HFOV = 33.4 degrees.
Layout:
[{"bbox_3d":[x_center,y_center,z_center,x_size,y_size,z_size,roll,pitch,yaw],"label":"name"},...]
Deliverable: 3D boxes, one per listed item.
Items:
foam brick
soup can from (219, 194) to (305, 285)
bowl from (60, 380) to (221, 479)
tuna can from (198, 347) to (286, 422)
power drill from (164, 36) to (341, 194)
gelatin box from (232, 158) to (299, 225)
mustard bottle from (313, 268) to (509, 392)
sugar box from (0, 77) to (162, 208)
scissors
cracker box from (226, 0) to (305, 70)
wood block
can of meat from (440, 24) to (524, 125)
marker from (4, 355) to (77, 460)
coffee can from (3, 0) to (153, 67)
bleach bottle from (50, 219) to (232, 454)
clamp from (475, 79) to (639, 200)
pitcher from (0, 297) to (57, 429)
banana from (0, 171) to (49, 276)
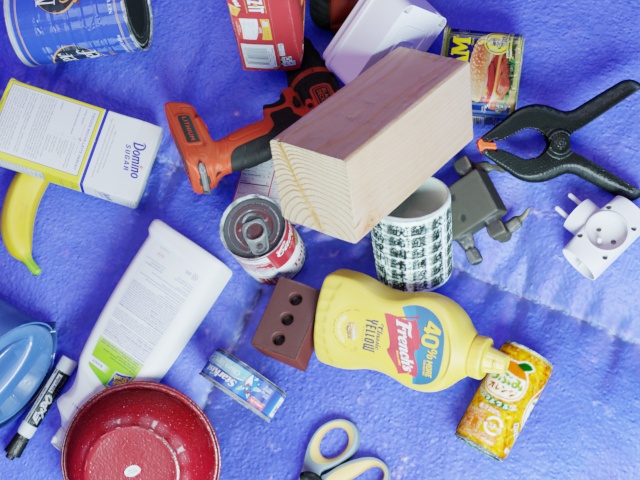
[{"bbox_3d":[-0.029,0.085,1.086,0.053,0.051,0.078,19,78,17],"label":"foam brick"},{"bbox_3d":[-0.057,0.001,1.092,0.068,0.102,0.068,-3,72,11],"label":"soup can"},{"bbox_3d":[-0.180,0.222,1.044,0.162,0.055,0.162,0,92,0],"label":"bowl"},{"bbox_3d":[-0.077,0.143,1.060,0.086,0.086,0.033,31,79,19],"label":"tuna can"},{"bbox_3d":[-0.066,-0.135,1.133,0.187,0.057,0.184,-19,53,-7],"label":"power drill"},{"bbox_3d":[-0.049,-0.066,1.150,0.073,0.030,0.089,9,72,15],"label":"gelatin box"},{"bbox_3d":[0.089,0.094,1.032,0.192,0.058,0.096,14,106,25],"label":"mustard bottle"},{"bbox_3d":[-0.271,-0.105,1.174,0.176,0.048,0.093,19,77,-6],"label":"sugar box"},{"bbox_3d":[-0.031,0.241,1.057,0.202,0.016,0.096,-17,69,6],"label":"scissors"},{"bbox_3d":[-0.049,-0.308,1.102,0.072,0.164,0.213,2,66,6],"label":"cracker box"},{"bbox_3d":[0.055,-0.097,1.025,0.090,0.091,0.205,20,44,33],"label":"wood block"},{"bbox_3d":[0.168,-0.171,1.124,0.084,0.057,0.102,7,75,11],"label":"can of meat"},{"bbox_3d":[-0.297,0.178,1.130,0.020,0.020,0.121,27,80,18],"label":"marker"},{"bbox_3d":[-0.274,-0.259,1.219,0.140,0.102,0.103,-6,72,9],"label":"coffee can"},{"bbox_3d":[-0.201,0.108,1.111,0.103,0.068,0.251,33,84,18],"label":"bleach bottle"},{"bbox_3d":[0.246,-0.089,1.074,0.171,0.039,0.120,-10,87,7],"label":"clamp"},{"bbox_3d":[-0.413,0.094,1.120,0.243,0.149,0.145,29,92,22],"label":"pitcher"},{"bbox_3d":[-0.314,-0.060,1.203,0.069,0.037,0.198,18,78,-3],"label":"banana"}]
